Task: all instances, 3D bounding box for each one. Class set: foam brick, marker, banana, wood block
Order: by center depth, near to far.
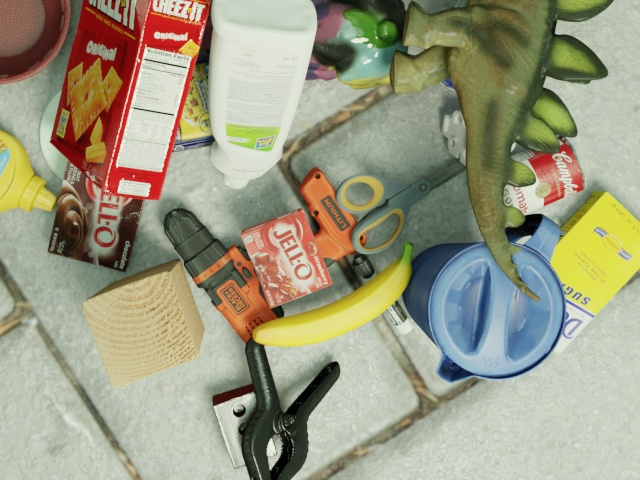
[{"bbox_3d":[-0.178,0.080,1.108,0.090,0.206,0.091,-20,94,-4],"label":"wood block"},{"bbox_3d":[0.023,0.070,1.153,0.198,0.037,0.069,-31,121,3],"label":"banana"},{"bbox_3d":[0.069,0.059,1.194,0.020,0.020,0.121,-37,122,-2],"label":"marker"},{"bbox_3d":[-0.085,0.207,1.199,0.053,0.051,0.078,-19,94,-4],"label":"foam brick"}]

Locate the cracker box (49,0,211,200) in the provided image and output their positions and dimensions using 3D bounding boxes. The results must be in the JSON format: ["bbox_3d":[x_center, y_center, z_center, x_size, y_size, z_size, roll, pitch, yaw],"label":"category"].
[{"bbox_3d":[-0.197,-0.168,1.069,0.071,0.164,0.214,5,110,-35],"label":"cracker box"}]

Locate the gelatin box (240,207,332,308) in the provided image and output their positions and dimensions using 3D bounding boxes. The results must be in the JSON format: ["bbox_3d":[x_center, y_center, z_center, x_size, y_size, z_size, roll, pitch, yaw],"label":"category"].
[{"bbox_3d":[-0.037,0.018,1.148,0.073,0.030,0.089,-21,99,-2],"label":"gelatin box"}]

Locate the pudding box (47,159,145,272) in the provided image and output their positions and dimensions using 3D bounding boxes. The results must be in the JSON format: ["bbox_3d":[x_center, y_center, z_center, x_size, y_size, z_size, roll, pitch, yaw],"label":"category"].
[{"bbox_3d":[-0.242,-0.031,1.173,0.090,0.039,0.113,15,105,-5],"label":"pudding box"}]

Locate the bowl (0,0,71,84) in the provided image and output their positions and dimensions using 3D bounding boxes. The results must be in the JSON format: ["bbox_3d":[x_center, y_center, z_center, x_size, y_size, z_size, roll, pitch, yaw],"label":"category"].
[{"bbox_3d":[-0.348,-0.247,1.156,0.162,0.055,0.162,0,93,-4],"label":"bowl"}]

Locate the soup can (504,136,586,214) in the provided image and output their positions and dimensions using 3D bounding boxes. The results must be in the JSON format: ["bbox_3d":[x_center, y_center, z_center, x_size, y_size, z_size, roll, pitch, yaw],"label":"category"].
[{"bbox_3d":[0.238,-0.068,1.204,0.102,0.068,0.068,-23,94,-3],"label":"soup can"}]

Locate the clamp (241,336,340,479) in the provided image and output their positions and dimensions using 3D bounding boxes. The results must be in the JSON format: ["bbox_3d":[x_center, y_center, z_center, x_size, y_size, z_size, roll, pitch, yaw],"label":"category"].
[{"bbox_3d":[-0.050,0.189,1.161,0.120,0.039,0.171,27,66,-19],"label":"clamp"}]

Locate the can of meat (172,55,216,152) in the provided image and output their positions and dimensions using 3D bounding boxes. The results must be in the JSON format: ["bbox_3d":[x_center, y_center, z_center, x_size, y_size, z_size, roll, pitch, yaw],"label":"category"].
[{"bbox_3d":[-0.140,-0.150,1.176,0.084,0.057,0.102,-11,94,-6],"label":"can of meat"}]

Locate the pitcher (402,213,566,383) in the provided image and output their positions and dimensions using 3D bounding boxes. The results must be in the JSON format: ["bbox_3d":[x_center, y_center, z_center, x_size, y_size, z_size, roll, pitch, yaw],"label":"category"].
[{"bbox_3d":[0.163,0.053,1.115,0.149,0.243,0.145,-11,94,-4],"label":"pitcher"}]

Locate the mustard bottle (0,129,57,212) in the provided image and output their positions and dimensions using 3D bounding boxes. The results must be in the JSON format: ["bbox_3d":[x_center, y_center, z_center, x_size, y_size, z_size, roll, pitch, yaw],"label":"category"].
[{"bbox_3d":[-0.376,-0.082,1.160,0.191,0.058,0.096,27,89,-5],"label":"mustard bottle"}]

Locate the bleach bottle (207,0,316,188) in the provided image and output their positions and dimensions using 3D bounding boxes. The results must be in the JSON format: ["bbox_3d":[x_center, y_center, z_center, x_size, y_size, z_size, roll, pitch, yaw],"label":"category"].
[{"bbox_3d":[-0.075,-0.141,1.080,0.102,0.251,0.068,7,54,-11],"label":"bleach bottle"}]

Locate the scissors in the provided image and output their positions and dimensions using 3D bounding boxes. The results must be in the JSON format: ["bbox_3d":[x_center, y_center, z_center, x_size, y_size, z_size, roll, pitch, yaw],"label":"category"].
[{"bbox_3d":[0.095,-0.068,1.188,0.096,0.016,0.201,48,68,-8],"label":"scissors"}]

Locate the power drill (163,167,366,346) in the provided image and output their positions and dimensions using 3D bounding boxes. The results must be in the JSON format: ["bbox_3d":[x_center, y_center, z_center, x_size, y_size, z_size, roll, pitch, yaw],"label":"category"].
[{"bbox_3d":[-0.058,0.001,1.191,0.187,0.057,0.184,-36,98,1],"label":"power drill"}]

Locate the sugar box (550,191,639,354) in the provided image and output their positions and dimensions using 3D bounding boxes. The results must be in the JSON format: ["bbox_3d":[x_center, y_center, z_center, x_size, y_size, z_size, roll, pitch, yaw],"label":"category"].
[{"bbox_3d":[0.294,0.037,1.224,0.093,0.048,0.176,42,88,-5],"label":"sugar box"}]
